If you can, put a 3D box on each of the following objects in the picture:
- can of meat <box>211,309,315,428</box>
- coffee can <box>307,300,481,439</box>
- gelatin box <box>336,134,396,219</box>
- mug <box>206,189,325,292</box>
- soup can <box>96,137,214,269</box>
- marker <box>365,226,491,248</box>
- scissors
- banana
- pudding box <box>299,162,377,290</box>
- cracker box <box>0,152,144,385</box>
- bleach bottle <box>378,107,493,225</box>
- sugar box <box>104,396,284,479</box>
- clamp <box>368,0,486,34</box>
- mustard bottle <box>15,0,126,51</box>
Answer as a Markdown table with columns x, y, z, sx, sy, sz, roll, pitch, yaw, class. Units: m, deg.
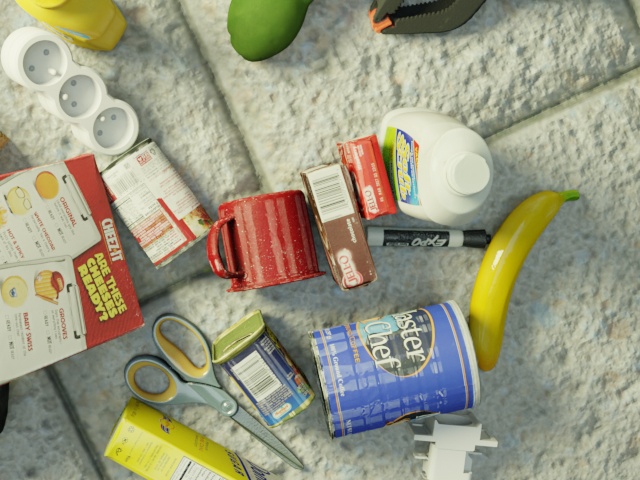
| x | y | z | sx | sy | sz | roll | pitch | yaw | class |
| --- | --- | --- | --- | --- | --- | --- | --- | --- | --- |
| -0.053 | 0.118 | 0.981 | 0.057 | 0.102 | 0.084 | -36 | 99 | -2 | can of meat |
| 0.067 | 0.119 | 0.990 | 0.140 | 0.103 | 0.103 | -12 | 95 | -4 | coffee can |
| 0.040 | -0.058 | 0.980 | 0.030 | 0.089 | 0.073 | -15 | 96 | -5 | gelatin box |
| -0.056 | 0.001 | 0.971 | 0.117 | 0.093 | 0.081 | -11 | 91 | -42 | mug |
| -0.152 | -0.034 | 0.977 | 0.068 | 0.068 | 0.102 | -36 | 96 | -1 | soup can |
| 0.104 | -0.003 | 1.025 | 0.121 | 0.020 | 0.020 | 2 | 94 | -5 | marker |
| -0.110 | 0.163 | 1.022 | 0.096 | 0.016 | 0.202 | -33 | 96 | 0 | scissors |
| 0.183 | 0.030 | 1.020 | 0.069 | 0.037 | 0.198 | 26 | 94 | -23 | banana |
| 0.016 | -0.015 | 0.981 | 0.039 | 0.090 | 0.113 | -16 | 95 | -4 | pudding box |
| -0.266 | 0.030 | 0.890 | 0.072 | 0.213 | 0.164 | -10 | 98 | 40 | cracker box |
| 0.099 | -0.067 | 0.903 | 0.068 | 0.251 | 0.102 | 1 | 94 | -5 | bleach bottle |
| -0.111 | 0.211 | 0.988 | 0.176 | 0.093 | 0.048 | 28 | 92 | -7 | sugar box |
| 0.134 | -0.258 | 0.968 | 0.210 | 0.036 | 0.164 | -22 | 128 | 11 | clamp |
| -0.217 | -0.205 | 0.895 | 0.096 | 0.191 | 0.058 | 33 | 91 | -7 | mustard bottle |
